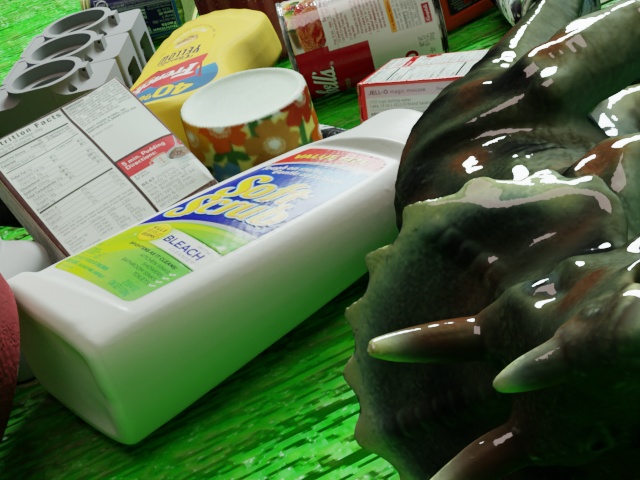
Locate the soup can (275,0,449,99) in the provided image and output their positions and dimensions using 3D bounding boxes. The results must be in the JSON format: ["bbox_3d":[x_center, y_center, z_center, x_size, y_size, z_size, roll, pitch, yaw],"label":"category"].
[{"bbox_3d":[0.028,-0.138,0.709,0.102,0.068,0.068,-15,30,3],"label":"soup can"}]

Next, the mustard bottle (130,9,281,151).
[{"bbox_3d":[-0.091,-0.084,0.691,0.096,0.058,0.191,-14,30,22],"label":"mustard bottle"}]

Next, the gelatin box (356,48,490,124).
[{"bbox_3d":[0.073,-0.089,0.628,0.089,0.030,0.073,-2,20,20],"label":"gelatin box"}]

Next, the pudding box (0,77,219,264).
[{"bbox_3d":[-0.116,-0.029,0.570,0.090,0.039,0.114,-33,53,-19],"label":"pudding box"}]

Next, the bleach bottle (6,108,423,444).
[{"bbox_3d":[-0.022,-0.004,0.524,0.250,0.068,0.103,-33,34,-29],"label":"bleach bottle"}]

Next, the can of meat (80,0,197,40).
[{"bbox_3d":[-0.155,-0.209,0.931,0.084,0.057,0.102,-11,31,6],"label":"can of meat"}]
